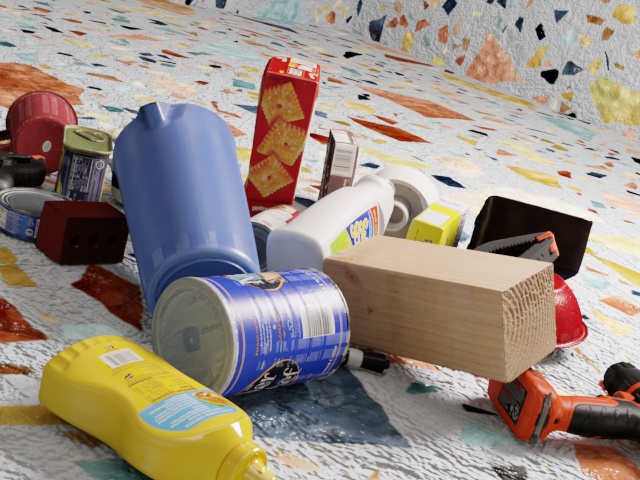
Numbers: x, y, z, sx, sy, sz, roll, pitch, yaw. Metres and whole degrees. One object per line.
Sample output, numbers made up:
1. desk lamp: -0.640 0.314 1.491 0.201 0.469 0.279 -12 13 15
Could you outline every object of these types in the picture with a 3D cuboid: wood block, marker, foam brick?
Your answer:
1. wood block: 0.112 0.061 1.028 0.206 0.090 0.090 10 23 41
2. marker: 0.008 0.107 1.019 0.121 0.020 0.020 12 17 -9
3. foam brick: -0.247 -0.009 1.111 0.078 0.053 0.051 -2 24 -43

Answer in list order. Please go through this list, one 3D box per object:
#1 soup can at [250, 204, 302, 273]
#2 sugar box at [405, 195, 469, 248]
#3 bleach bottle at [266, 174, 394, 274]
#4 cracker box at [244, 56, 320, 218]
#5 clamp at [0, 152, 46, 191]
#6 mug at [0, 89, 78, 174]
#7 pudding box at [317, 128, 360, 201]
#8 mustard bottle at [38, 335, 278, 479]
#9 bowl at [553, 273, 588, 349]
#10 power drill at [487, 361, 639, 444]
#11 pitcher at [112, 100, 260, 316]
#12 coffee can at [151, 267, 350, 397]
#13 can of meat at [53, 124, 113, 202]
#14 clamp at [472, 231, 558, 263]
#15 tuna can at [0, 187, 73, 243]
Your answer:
1. soup can: -0.058 0.001 1.215 0.068 0.068 0.102 20 18 14
2. sugar box: 0.141 0.005 1.333 0.048 0.093 0.176 21 18 16
3. bleach bottle: 0.025 -0.016 1.189 0.068 0.102 0.250 12 31 22
4. cracker box: -0.055 -0.114 1.334 0.072 0.214 0.164 12 17 -3
5. clamp: -0.387 -0.083 1.253 0.120 0.039 0.171 22 11 6
6. mug: -0.365 -0.134 1.360 0.117 0.093 0.081 -10 28 -12
7. pudding box: 0.024 -0.093 1.510 0.039 0.113 0.090 10 17 -9
8. mustard bottle: -0.107 0.133 0.770 0.192 0.058 0.096 25 18 31
9. bowl: 0.231 0.066 1.223 0.162 0.055 0.162 6 18 -2
10. power drill: 0.261 0.153 1.026 0.187 0.057 0.184 10 15 -13
11. pitcher: -0.127 -0.014 1.064 0.149 0.145 0.243 18 31 -28
12. coffee can: -0.058 0.078 0.912 0.140 0.103 0.103 -3 25 -47
13. can of meat: -0.281 -0.082 1.259 0.057 0.084 0.102 10 18 -16
14. clamp: 0.164 0.049 1.163 0.210 0.036 0.164 -21 25 2
15. tuna can: -0.306 -0.027 1.150 0.086 0.034 0.086 14 17 -4
